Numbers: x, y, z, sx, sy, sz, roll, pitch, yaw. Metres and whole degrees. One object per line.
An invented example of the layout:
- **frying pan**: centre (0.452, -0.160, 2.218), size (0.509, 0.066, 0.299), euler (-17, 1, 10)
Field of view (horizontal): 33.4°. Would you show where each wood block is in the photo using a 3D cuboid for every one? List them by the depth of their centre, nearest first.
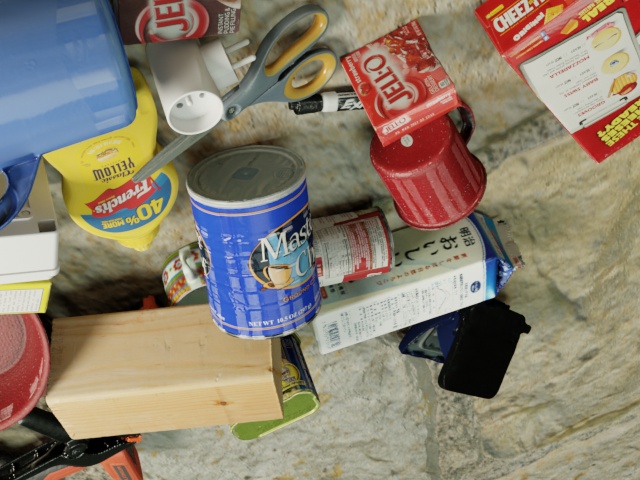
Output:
- **wood block**: centre (-0.143, 0.122, 1.008), size (0.206, 0.090, 0.091), euler (-6, 146, 2)

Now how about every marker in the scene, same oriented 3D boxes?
- **marker**: centre (0.030, -0.122, 0.931), size (0.121, 0.020, 0.020), euler (-7, 141, -19)

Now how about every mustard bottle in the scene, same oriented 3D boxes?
- **mustard bottle**: centre (-0.169, -0.054, 0.884), size (0.096, 0.058, 0.191), euler (-21, 144, -9)

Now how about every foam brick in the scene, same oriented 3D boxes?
- **foam brick**: centre (-0.282, 0.112, 1.042), size (0.051, 0.053, 0.078), euler (-22, 144, 0)

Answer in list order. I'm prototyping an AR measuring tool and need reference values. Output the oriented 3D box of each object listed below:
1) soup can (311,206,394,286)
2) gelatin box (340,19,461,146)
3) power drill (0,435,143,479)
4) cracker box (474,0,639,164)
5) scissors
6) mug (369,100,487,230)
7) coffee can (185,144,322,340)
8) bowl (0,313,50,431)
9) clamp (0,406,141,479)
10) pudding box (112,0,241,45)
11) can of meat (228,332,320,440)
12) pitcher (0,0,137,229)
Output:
- **soup can**: centre (0.014, 0.009, 1.048), size (0.102, 0.068, 0.068), euler (-12, 143, -13)
- **gelatin box**: centre (0.065, -0.131, 0.879), size (0.073, 0.089, 0.030), euler (-27, 143, 7)
- **power drill**: centre (-0.305, 0.277, 1.235), size (0.187, 0.057, 0.184), euler (-17, 143, -6)
- **cracker box**: centre (0.257, -0.178, 0.933), size (0.164, 0.072, 0.213), euler (-35, 142, 19)
- **scissors**: centre (-0.060, -0.107, 0.871), size (0.202, 0.016, 0.096), euler (-47, 147, 9)
- **mug**: centre (0.103, -0.078, 0.977), size (0.117, 0.093, 0.081), euler (-52, 139, -12)
- **coffee can**: centre (-0.056, 0.001, 0.937), size (0.102, 0.103, 0.140), euler (-14, 122, -11)
- **bowl**: centre (-0.316, 0.092, 0.959), size (0.162, 0.055, 0.162), euler (0, 106, 1)
- **clamp**: centre (-0.264, 0.202, 1.114), size (0.171, 0.039, 0.120), euler (-11, 141, -37)
- **pudding box**: centre (-0.102, -0.194, 0.756), size (0.090, 0.039, 0.113), euler (-10, 142, -15)
- **can of meat**: centre (-0.058, 0.151, 1.118), size (0.102, 0.084, 0.057), euler (-26, 144, 5)
- **pitcher**: centre (-0.252, -0.089, 0.732), size (0.242, 0.145, 0.149), euler (-17, 140, -11)
